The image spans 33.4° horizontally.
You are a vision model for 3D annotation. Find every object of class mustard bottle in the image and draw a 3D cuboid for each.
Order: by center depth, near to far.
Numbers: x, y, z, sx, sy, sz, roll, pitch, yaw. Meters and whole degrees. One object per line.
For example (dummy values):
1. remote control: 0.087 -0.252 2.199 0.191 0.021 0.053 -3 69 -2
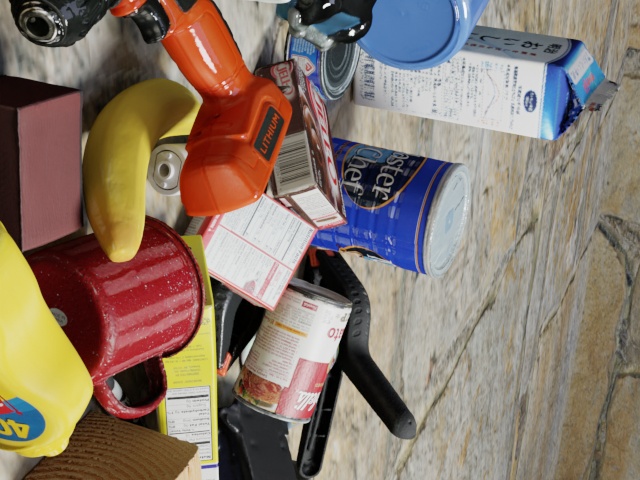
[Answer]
1. mustard bottle: -0.165 0.055 0.533 0.191 0.096 0.058 77 34 -50

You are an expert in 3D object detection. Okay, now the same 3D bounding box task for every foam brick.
1. foam brick: -0.158 -0.041 0.550 0.051 0.053 0.078 -36 135 -58

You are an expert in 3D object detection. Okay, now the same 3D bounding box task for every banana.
1. banana: -0.105 -0.056 0.640 0.037 0.069 0.197 -50 -173 29

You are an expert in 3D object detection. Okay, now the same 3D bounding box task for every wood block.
1. wood block: -0.135 0.233 0.730 0.090 0.090 0.206 -48 146 -51

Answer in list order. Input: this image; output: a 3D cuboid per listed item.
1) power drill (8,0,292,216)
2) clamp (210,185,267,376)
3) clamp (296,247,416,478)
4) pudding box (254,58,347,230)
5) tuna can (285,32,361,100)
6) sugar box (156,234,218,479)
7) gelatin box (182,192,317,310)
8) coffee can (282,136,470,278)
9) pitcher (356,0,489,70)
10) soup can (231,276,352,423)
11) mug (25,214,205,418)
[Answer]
1. power drill: -0.084 -0.106 0.585 0.184 0.057 0.187 -72 145 -46
2. clamp: -0.061 0.019 0.848 0.120 0.039 0.171 50 56 -55
3. clamp: 0.011 0.110 0.985 0.036 0.165 0.210 7 57 -35
4. pudding box: -0.015 -0.074 0.844 0.090 0.039 0.113 45 35 -65
5. tuna can: 0.004 -0.162 0.898 0.086 0.034 0.086 -48 146 -50
6. sugar box: -0.095 0.095 0.748 0.093 0.048 0.176 -108 -166 -57
7. gelatin box: -0.055 0.001 0.797 0.089 0.030 0.073 34 79 -34
8. coffee can: 0.051 -0.032 0.949 0.102 0.140 0.103 -48 146 -50
9. pitcher: 0.098 -0.259 0.908 0.145 0.149 0.242 -61 -178 45
10. soup can: -0.022 0.086 0.857 0.068 0.069 0.102 9 103 -68
11. mug: -0.125 0.048 0.626 0.081 0.093 0.117 -23 97 -58
